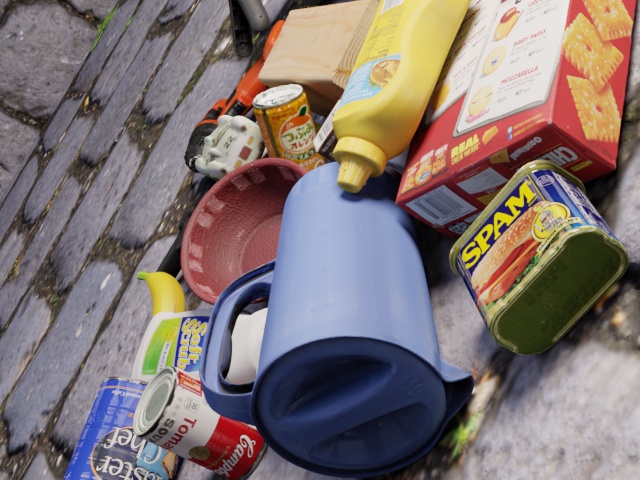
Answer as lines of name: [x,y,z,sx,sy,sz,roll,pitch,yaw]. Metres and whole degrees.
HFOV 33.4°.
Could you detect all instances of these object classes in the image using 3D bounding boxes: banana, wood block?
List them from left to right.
banana: [-0.188,0.108,1.236,0.070,0.037,0.198,-32,41,33]
wood block: [0.024,-0.181,1.091,0.090,0.090,0.206,-64,24,-2]

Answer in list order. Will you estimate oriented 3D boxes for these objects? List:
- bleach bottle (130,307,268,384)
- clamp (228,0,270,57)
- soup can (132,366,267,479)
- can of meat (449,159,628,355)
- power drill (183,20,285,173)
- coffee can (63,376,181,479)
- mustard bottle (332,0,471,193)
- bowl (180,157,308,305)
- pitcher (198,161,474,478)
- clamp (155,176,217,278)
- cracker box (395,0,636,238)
bleach bottle: [-0.096,0.104,1.038,0.251,0.068,0.102,-19,46,53]
clamp: [-0.099,-0.321,1.329,0.120,0.039,0.171,1,105,66]
soup can: [-0.104,0.160,0.935,0.069,0.102,0.068,-44,28,30]
can of meat: [0.139,0.012,0.687,0.102,0.057,0.084,-51,28,20]
power drill: [-0.094,-0.177,1.330,0.188,0.057,0.184,-45,14,25]
coffee can: [-0.190,0.218,1.039,0.103,0.102,0.140,-26,40,52]
mustard bottle: [0.055,-0.124,0.832,0.096,0.058,0.191,-9,54,60]
bowl: [-0.057,0.001,1.045,0.162,0.055,0.162,-17,55,26]
pitcher: [0.011,0.046,0.799,0.145,0.149,0.243,-46,24,28]
clamp: [-0.146,-0.027,1.285,0.164,0.036,0.210,-68,12,-19]
cracker box: [0.151,-0.123,0.801,0.164,0.072,0.213,-29,37,50]
